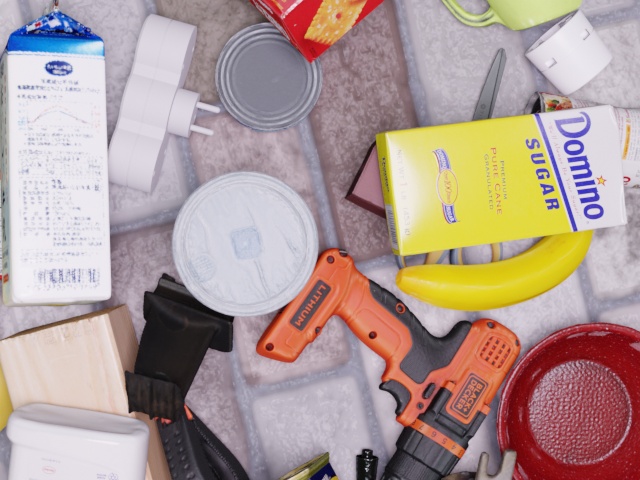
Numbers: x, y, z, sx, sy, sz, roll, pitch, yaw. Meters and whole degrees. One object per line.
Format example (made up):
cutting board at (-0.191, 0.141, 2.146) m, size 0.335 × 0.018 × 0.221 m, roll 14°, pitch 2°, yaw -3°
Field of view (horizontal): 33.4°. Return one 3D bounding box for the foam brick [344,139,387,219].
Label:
foam brick at (0.055, -0.047, 0.847) m, size 0.051 × 0.078 × 0.053 m, roll 25°, pitch 88°, yaw -2°

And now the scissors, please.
scissors at (0.136, -0.049, 0.881) m, size 0.096 × 0.016 × 0.202 m, roll 32°, pitch 90°, yaw -4°

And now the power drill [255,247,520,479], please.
power drill at (0.044, 0.109, 0.855) m, size 0.187 × 0.057 × 0.184 m, roll 34°, pitch 80°, yaw -5°

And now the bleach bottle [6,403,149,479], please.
bleach bottle at (-0.188, 0.250, 0.762) m, size 0.102 × 0.068 × 0.251 m, roll 9°, pitch 94°, yaw -1°

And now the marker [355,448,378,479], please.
marker at (0.036, 0.233, 0.881) m, size 0.020 × 0.020 × 0.121 m, roll 3°, pitch 91°, yaw -2°

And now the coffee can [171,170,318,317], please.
coffee can at (-0.055, 0.001, 0.812) m, size 0.103 × 0.140 × 0.103 m, roll 0°, pitch 91°, yaw -2°

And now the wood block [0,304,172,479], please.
wood block at (-0.175, 0.163, 0.836) m, size 0.090 × 0.091 × 0.206 m, roll -14°, pitch 92°, yaw -1°

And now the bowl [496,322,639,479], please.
bowl at (0.218, 0.144, 0.868) m, size 0.162 × 0.055 × 0.162 m, roll 0°, pitch 91°, yaw -2°

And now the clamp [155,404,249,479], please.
clamp at (-0.067, 0.219, 0.821) m, size 0.036 × 0.164 × 0.210 m, roll -37°, pitch 83°, yaw 9°

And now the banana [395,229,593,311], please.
banana at (0.152, 0.018, 0.854) m, size 0.197 × 0.037 × 0.069 m, roll -26°, pitch 78°, yaw -23°

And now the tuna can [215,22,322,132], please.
tuna can at (-0.042, -0.130, 0.863) m, size 0.086 × 0.034 × 0.086 m, roll 0°, pitch 91°, yaw -2°

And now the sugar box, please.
sugar box at (0.135, -0.046, 0.792) m, size 0.176 × 0.048 × 0.093 m, roll -8°, pitch 95°, yaw -5°
